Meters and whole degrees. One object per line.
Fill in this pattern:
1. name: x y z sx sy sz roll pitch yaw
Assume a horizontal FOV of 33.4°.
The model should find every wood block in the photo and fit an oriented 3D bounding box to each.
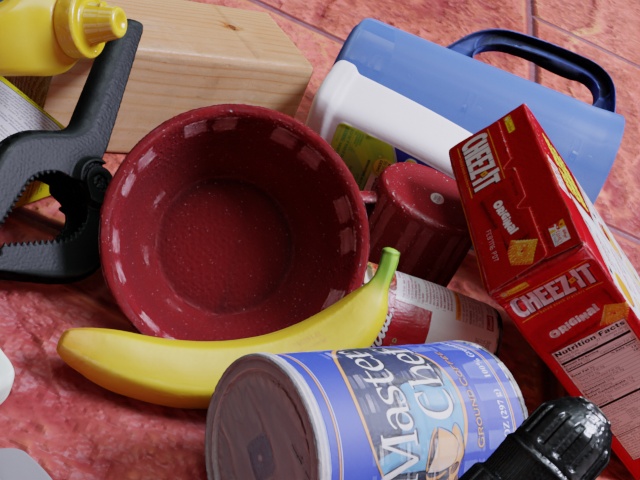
1. wood block: -0.122 -0.125 0.800 0.205 0.090 0.091 0 40 -37

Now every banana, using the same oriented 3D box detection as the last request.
1. banana: -0.043 0.060 0.600 0.197 0.069 0.037 -15 1 -13

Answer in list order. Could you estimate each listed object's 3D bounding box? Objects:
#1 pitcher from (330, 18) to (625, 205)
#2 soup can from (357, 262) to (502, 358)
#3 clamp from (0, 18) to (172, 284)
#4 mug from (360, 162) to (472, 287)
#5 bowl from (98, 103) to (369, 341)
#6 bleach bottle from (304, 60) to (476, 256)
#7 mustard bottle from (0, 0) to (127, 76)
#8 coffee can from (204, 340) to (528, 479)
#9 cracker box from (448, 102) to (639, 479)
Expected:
1. pitcher: 0.127 -0.102 0.908 0.243 0.145 0.149 25 33 3
2. soup can: 0.057 0.058 0.688 0.102 0.069 0.068 20 32 -13
3. clamp: -0.138 -0.027 0.661 0.164 0.036 0.209 58 44 -17
4. mug: 0.053 -0.005 0.763 0.117 0.082 0.093 15 34 -19
5. bowl: -0.054 0.001 0.652 0.162 0.162 0.055 21 -9 -10
6. bleach bottle: 0.107 -0.043 0.825 0.251 0.103 0.068 25 44 6
7. mustard bottle: -0.207 -0.130 0.658 0.192 0.058 0.096 2 26 20
8. coffee can: 0.025 0.107 0.560 0.140 0.103 0.103 1 40 -36
9. cracker box: 0.174 0.038 0.714 0.213 0.072 0.164 48 20 -30
